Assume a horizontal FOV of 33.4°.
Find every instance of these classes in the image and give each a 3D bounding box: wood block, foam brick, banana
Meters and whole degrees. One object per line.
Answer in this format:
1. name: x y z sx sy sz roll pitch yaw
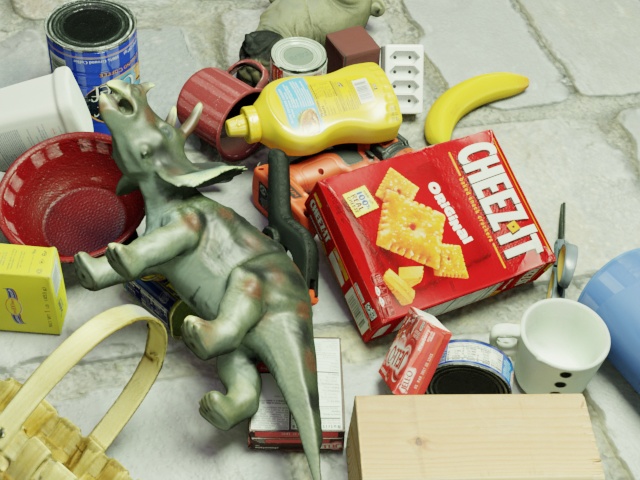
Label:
1. wood block: 0.131 0.195 0.944 0.206 0.090 0.091 1 48 -5
2. foam brick: 0.038 -0.218 1.327 0.051 0.078 0.053 -18 51 -19
3. banana: 0.184 -0.165 1.322 0.069 0.037 0.197 42 56 8

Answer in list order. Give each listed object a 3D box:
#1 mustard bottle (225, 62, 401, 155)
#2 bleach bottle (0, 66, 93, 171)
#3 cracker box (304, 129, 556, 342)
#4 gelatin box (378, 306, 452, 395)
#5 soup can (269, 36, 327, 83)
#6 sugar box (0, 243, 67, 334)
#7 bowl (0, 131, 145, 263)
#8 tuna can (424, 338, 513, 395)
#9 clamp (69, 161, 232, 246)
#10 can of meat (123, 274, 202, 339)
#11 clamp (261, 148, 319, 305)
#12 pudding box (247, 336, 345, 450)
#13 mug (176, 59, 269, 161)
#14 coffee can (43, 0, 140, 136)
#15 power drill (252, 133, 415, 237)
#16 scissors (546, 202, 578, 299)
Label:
1. mustard bottle: -0.012 -0.141 1.190 0.191 0.058 0.096 -12 62 -17
2. bleach bottle: -0.380 -0.113 1.158 0.251 0.102 0.068 -13 56 -1
3. cracker box: 0.114 -0.009 1.109 0.213 0.072 0.164 -18 74 -20
4. gelatin box: 0.087 0.106 0.995 0.030 0.073 0.089 25 4 -7
5. soup can: -0.029 -0.182 1.270 0.068 0.102 0.068 2 47 -3
6. sugar box: -0.342 0.044 1.040 0.176 0.093 0.048 2 47 -2
7. bowl: -0.251 -0.034 1.110 0.162 0.055 0.162 -1 58 2
8. tuna can: 0.139 0.132 1.006 0.086 0.086 0.033 11 46 5
9. clamp: -0.223 -0.053 1.178 0.210 0.036 0.164 20 55 17
10. can of meat: -0.139 0.039 1.088 0.102 0.057 0.084 -35 56 -31
11. clamp: -0.057 0.001 1.122 0.039 0.120 0.171 9 53 -47
12. pudding box: -0.023 0.144 1.013 0.090 0.039 0.113 2 49 -3
13. mug: -0.107 -0.161 1.244 0.082 0.093 0.117 34 90 30
14. coffee can: -0.260 -0.195 1.235 0.103 0.140 0.103 3 47 -3
15. power drill: 0.032 -0.062 1.198 0.187 0.057 0.185 -27 51 -30
16. scissors: 0.261 0.002 1.137 0.016 0.096 0.201 14 51 5
